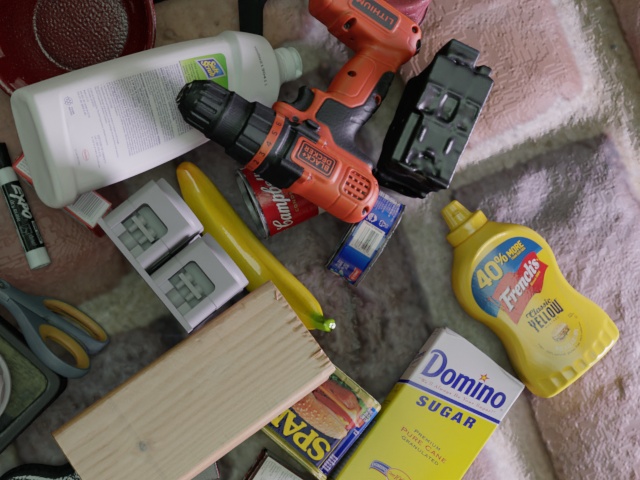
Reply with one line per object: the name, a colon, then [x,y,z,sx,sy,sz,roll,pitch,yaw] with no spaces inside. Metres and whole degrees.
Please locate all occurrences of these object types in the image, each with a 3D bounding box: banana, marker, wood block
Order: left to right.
marker: [-0.269,-0.033,0.947,0.020,0.020,0.121,-21,87,-8]
wood block: [-0.099,0.132,0.860,0.206,0.090,0.091,-35,82,-11]
banana: [-0.059,0.012,0.943,0.198,0.070,0.037,45,58,8]

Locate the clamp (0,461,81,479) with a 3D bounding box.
clamp: [-0.221,0.216,0.918,0.171,0.039,0.120,-4,84,-7]

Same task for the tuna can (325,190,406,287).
tuna can: [0.039,-0.003,0.946,0.034,0.086,0.086,32,82,-1]

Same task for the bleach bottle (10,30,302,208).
bleach bottle: [-0.124,-0.112,0.899,0.250,0.068,0.102,-21,107,-28]

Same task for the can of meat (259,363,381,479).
can of meat: [-0.010,0.148,0.938,0.102,0.057,0.084,40,79,5]

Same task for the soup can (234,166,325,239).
soup can: [-0.017,-0.052,0.953,0.102,0.068,0.068,-24,88,-9]

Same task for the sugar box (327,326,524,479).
sugar box: [0.094,0.173,0.955,0.093,0.048,0.176,36,83,-2]

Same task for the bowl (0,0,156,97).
bowl: [-0.217,-0.190,0.936,0.162,0.055,0.162,1,103,5]

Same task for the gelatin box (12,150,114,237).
gelatin box: [-0.220,-0.043,0.927,0.089,0.073,0.030,38,81,-1]

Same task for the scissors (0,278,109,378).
scissors: [-0.261,0.054,0.882,0.201,0.096,0.016,31,111,-31]

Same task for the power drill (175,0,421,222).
power drill: [-0.008,-0.131,0.895,0.184,0.057,0.187,31,70,-17]

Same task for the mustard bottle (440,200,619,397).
mustard bottle: [0.176,0.042,0.971,0.096,0.058,0.191,-39,89,-6]
